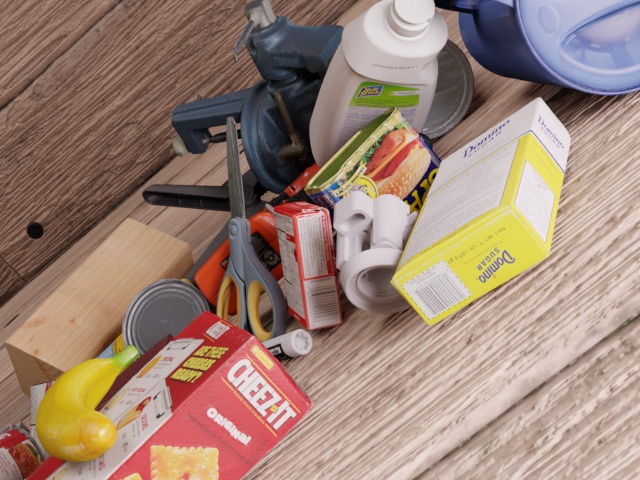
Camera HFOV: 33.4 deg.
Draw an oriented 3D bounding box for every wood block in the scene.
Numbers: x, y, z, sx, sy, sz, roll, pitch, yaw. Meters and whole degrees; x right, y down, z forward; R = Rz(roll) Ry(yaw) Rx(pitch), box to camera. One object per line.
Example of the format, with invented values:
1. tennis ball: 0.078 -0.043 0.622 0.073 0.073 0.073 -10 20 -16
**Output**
1. wood block: -0.230 0.083 1.155 0.205 0.090 0.091 -51 -26 -37

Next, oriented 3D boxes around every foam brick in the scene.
1. foam brick: -0.142 0.129 0.905 0.078 0.053 0.051 -39 13 8

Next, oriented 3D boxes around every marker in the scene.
1. marker: -0.047 0.089 0.831 0.121 0.020 0.020 -24 22 53

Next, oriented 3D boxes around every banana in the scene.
1. banana: -0.164 0.113 0.730 0.069 0.037 0.198 -40 13 2

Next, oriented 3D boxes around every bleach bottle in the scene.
1. bleach bottle: 0.055 -0.129 0.868 0.102 0.068 0.251 -5 -16 -11

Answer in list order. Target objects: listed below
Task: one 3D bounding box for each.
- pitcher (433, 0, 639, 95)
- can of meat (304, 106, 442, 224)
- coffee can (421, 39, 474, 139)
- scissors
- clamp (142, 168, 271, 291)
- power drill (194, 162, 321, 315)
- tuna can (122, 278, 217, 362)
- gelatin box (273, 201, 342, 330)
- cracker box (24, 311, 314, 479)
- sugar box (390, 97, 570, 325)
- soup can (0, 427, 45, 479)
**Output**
1. pitcher: 0.172 -0.180 0.814 0.145 0.149 0.243 -41 10 1
2. can of meat: 0.050 -0.041 0.833 0.102 0.084 0.058 -46 14 -21
3. coffee can: 0.092 -0.162 1.063 0.103 0.102 0.140 -39 13 10
4. scissors: -0.056 0.001 0.874 0.016 0.202 0.096 0 7 -39
5. clamp: -0.080 -0.029 1.160 0.210 0.036 0.164 -18 50 -4
6. power drill: -0.047 -0.002 1.002 0.185 0.057 0.187 -44 4 28
7. tuna can: -0.133 0.080 0.963 0.086 0.086 0.033 -41 -23 1
8. gelatin box: -0.009 0.017 0.809 0.030 0.089 0.073 -9 8 -12
9. cracker box: -0.119 0.151 0.724 0.213 0.072 0.164 -43 13 -11
10. sugar box: 0.109 -0.024 0.693 0.093 0.048 0.176 -34 11 31
11. soup can: -0.287 0.207 0.890 0.102 0.068 0.069 -21 -5 -44
